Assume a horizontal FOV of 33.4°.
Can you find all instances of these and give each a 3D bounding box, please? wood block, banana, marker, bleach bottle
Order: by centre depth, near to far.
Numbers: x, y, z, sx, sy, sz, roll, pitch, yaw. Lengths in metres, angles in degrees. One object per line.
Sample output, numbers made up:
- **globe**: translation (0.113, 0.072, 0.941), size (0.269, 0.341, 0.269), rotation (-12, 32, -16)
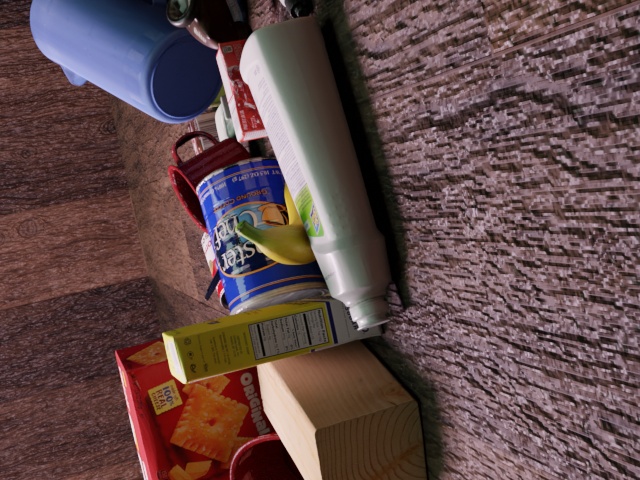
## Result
- **bleach bottle**: translation (0.003, -0.049, 0.872), size (0.103, 0.068, 0.251), rotation (122, 130, -76)
- **marker**: translation (-0.035, -0.224, 0.942), size (0.121, 0.020, 0.020), rotation (-121, 22, -51)
- **banana**: translation (-0.020, -0.017, 0.947), size (0.069, 0.037, 0.197), rotation (51, -164, -5)
- **wood block**: translation (0.012, 0.150, 0.952), size (0.206, 0.090, 0.090), rotation (-137, 36, -66)

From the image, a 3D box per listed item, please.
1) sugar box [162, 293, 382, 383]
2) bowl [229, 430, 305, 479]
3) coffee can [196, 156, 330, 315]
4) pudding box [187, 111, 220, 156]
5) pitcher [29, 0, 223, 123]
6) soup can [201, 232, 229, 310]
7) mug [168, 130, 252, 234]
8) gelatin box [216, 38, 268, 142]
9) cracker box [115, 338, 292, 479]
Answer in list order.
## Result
- **sugar box**: translation (-0.044, 0.080, 0.931), size (0.093, 0.176, 0.048), rotation (174, 81, -75)
- **bowl**: translation (-0.007, 0.240, 1.072), size (0.055, 0.162, 0.162), rotation (-56, -32, -52)
- **coffee can**: translation (-0.057, 0.001, 1.061), size (0.103, 0.102, 0.140), rotation (116, 139, -69)
- **pudding box**: translation (-0.143, -0.110, 1.424), size (0.090, 0.039, 0.113), rotation (171, 86, -76)
- **pitcher**: translation (-0.213, -0.232, 1.200), size (0.243, 0.145, 0.149), rotation (34, 162, 41)
- **soup can**: translation (-0.107, 0.030, 1.353), size (0.068, 0.068, 0.102), rotation (94, 159, -50)
- **mug**: translation (-0.125, -0.076, 1.245), size (0.117, 0.081, 0.093), rotation (54, 162, 9)
- **gelatin box**: translation (-0.048, -0.139, 0.960), size (0.030, 0.073, 0.089), rotation (130, 127, -72)
- **cracker box**: translation (-0.091, 0.170, 1.116), size (0.072, 0.213, 0.164), rotation (-140, 39, -65)
